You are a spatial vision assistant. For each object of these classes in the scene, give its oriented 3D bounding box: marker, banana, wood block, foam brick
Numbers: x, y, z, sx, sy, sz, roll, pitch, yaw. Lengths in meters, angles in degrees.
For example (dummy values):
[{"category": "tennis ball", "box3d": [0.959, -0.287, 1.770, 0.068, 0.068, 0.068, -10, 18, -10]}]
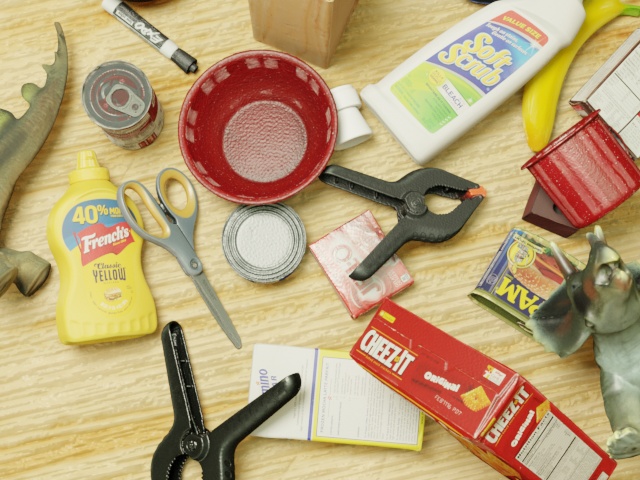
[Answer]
[{"category": "marker", "box3d": [-0.177, -0.215, 1.116, 0.121, 0.020, 0.020, 38, 84, 4]}, {"category": "banana", "box3d": [0.257, -0.187, 1.109, 0.069, 0.037, 0.198, 36, 84, 4]}, {"category": "wood block", "box3d": [-0.014, -0.249, 1.027, 0.090, 0.206, 0.091, 23, 83, 2]}, {"category": "foam brick", "box3d": [0.245, -0.050, 1.085, 0.053, 0.051, 0.078, 21, 84, 2]}]

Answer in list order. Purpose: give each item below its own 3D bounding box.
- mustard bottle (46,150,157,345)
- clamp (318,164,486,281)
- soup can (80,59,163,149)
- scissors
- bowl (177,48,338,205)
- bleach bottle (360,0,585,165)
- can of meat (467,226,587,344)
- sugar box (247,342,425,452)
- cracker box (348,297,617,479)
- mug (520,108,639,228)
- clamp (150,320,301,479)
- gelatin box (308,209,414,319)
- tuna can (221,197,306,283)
[{"category": "mustard bottle", "box3d": [-0.222, 0.005, 1.063, 0.096, 0.058, 0.191, -5, 81, -29]}, {"category": "clamp", "box3d": [0.081, -0.039, 1.071, 0.171, 0.039, 0.120, -20, 84, -23]}, {"category": "soup can", "box3d": [-0.195, -0.133, 1.064, 0.068, 0.102, 0.068, 0, 83, -1]}, {"category": "scissors", "box3d": [-0.125, 0.008, 1.087, 0.201, 0.016, 0.096, 48, 51, -16]}, {"category": "bowl", "box3d": [-0.060, -0.108, 1.081, 0.162, 0.055, 0.162, -1, 78, 5]}, {"category": "bleach bottle", "box3d": [0.166, -0.191, 1.075, 0.251, 0.068, 0.102, -40, 86, 4]}, {"category": "can of meat", "box3d": [0.214, 0.046, 1.072, 0.102, 0.057, 0.084, 32, 81, 2]}, {"category": "sugar box", "box3d": [0.017, 0.155, 1.063, 0.176, 0.048, 0.093, 5, 83, 4]}, {"category": "cracker box", "box3d": [0.146, 0.153, 0.955, 0.164, 0.213, 0.072, 29, 82, 47]}, {"category": "mug", "box3d": [0.260, -0.071, 1.024, 0.081, 0.093, 0.117, 52, 49, 1]}, {"category": "clamp", "box3d": [-0.106, 0.196, 1.036, 0.165, 0.036, 0.210, 11, 88, 30]}, {"category": "gelatin box", "box3d": [0.041, 0.025, 1.085, 0.073, 0.030, 0.089, -31, 84, -4]}, {"category": "tuna can", "box3d": [-0.057, 0.001, 1.084, 0.086, 0.034, 0.086, 0, 83, -1]}]
